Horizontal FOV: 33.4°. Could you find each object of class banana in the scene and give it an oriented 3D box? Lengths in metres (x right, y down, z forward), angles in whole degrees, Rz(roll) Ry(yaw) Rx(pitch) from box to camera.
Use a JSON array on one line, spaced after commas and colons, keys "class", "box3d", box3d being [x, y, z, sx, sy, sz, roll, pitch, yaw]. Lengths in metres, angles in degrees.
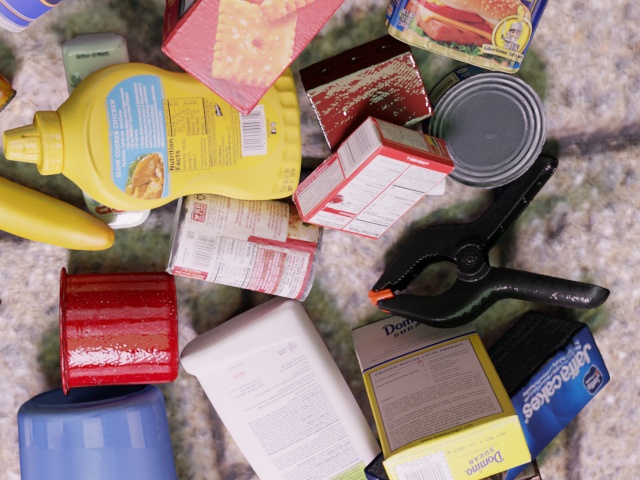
[{"class": "banana", "box3d": [-0.240, -0.036, 0.737, 0.197, 0.070, 0.037, 27, 78, -23]}]

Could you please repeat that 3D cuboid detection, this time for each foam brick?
[{"class": "foam brick", "box3d": [0.032, -0.103, 0.737, 0.078, 0.053, 0.051, -21, 114, 4]}]

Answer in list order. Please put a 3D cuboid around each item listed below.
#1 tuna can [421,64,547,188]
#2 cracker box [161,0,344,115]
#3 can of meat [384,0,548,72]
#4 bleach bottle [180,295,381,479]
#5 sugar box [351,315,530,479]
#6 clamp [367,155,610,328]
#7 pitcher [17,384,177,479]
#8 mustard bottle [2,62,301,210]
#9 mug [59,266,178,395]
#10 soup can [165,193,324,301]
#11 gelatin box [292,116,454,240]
[{"class": "tuna can", "box3d": [0.116, -0.083, 0.765, 0.086, 0.034, 0.086, -2, 114, -5]}, {"class": "cracker box", "box3d": [-0.003, -0.194, 0.632, 0.072, 0.164, 0.214, 38, 106, -21]}, {"class": "can of meat", "box3d": [0.102, -0.167, 0.714, 0.102, 0.057, 0.084, 15, 114, -12]}, {"class": "bleach bottle", "box3d": [-0.005, 0.171, 0.813, 0.102, 0.068, 0.251, -26, 97, 3]}, {"class": "sugar box", "box3d": [0.081, 0.108, 0.769, 0.093, 0.176, 0.048, -19, 112, 3]}, {"class": "clamp", "box3d": [0.122, 0.024, 0.782, 0.171, 0.120, 0.039, -31, 150, 12]}, {"class": "pitcher", "box3d": [-0.157, 0.232, 0.809, 0.144, 0.149, 0.243, -7, 93, -27]}, {"class": "mustard bottle", "box3d": [-0.110, -0.069, 0.703, 0.191, 0.058, 0.096, -6, 99, -23]}, {"class": "mug", "box3d": [-0.147, 0.071, 0.786, 0.081, 0.093, 0.117, -2, 145, -10]}, {"class": "soup can", "box3d": [-0.055, 0.001, 0.767, 0.102, 0.068, 0.068, 12, 112, -10]}, {"class": "gelatin box", "box3d": [0.036, -0.041, 0.736, 0.073, 0.030, 0.089, 12, 137, -41]}]
